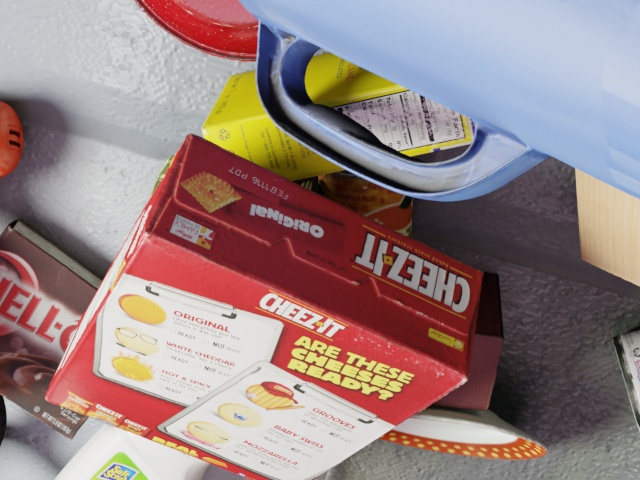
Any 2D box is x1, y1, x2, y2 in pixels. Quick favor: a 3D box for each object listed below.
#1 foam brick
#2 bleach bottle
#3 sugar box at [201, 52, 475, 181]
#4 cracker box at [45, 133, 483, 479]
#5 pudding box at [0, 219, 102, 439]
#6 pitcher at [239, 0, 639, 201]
[{"bbox_3d":[0.079,0.056,0.636,0.051,0.078,0.053,10,118,2],"label":"foam brick"},{"bbox_3d":[-0.130,0.181,0.733,0.102,0.068,0.251,37,113,-11],"label":"bleach bottle"},{"bbox_3d":[0.033,-0.076,0.562,0.176,0.093,0.048,-14,114,12],"label":"sugar box"},{"bbox_3d":[-0.039,0.053,0.570,0.164,0.072,0.214,25,144,-13],"label":"cracker box"},{"bbox_3d":[-0.174,0.055,0.669,0.113,0.039,0.090,37,95,-15],"label":"pudding box"},{"bbox_3d":[0.074,-0.097,0.432,0.144,0.243,0.149,-37,141,-22],"label":"pitcher"}]
